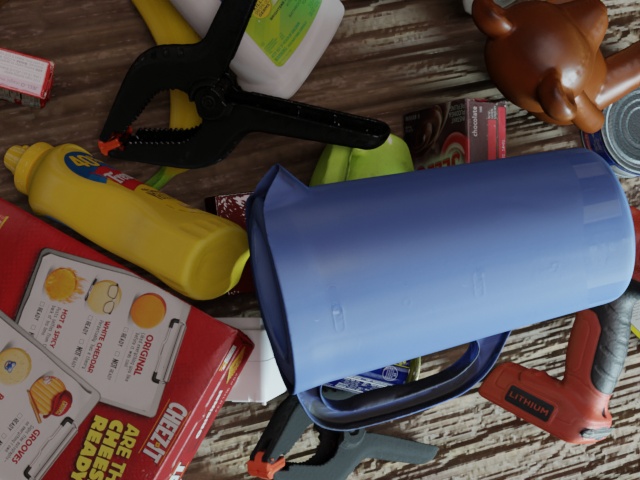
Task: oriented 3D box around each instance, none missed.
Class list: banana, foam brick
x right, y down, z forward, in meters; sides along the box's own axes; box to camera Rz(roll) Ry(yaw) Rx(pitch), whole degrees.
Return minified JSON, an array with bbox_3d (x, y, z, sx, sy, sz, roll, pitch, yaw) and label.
[{"bbox_3d":[-0.116,-0.137,0.808,0.069,0.037,0.198,-11,93,-15],"label":"banana"},{"bbox_3d":[-0.055,0.001,0.816,0.051,0.053,0.078,-7,93,-15],"label":"foam brick"}]

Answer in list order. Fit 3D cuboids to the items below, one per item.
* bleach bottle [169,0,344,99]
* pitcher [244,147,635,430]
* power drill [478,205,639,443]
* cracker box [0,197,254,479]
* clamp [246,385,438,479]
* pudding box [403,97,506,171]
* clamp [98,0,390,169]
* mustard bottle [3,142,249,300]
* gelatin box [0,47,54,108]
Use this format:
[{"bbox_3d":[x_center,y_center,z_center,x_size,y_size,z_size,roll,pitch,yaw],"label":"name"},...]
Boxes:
[{"bbox_3d":[-0.089,-0.209,0.743,0.250,0.068,0.102,41,77,-41],"label":"bleach bottle"},{"bbox_3d":[0.078,0.022,0.711,0.242,0.149,0.145,-11,62,-9],"label":"pitcher"},{"bbox_3d":[0.192,0.051,0.845,0.057,0.185,0.188,5,107,-47],"label":"power drill"},{"bbox_3d":[-0.177,0.088,0.733,0.214,0.072,0.164,28,83,15],"label":"cracker box"},{"bbox_3d":[0.016,0.132,0.823,0.171,0.039,0.120,-10,83,-39],"label":"clamp"},{"bbox_3d":[0.103,-0.059,0.825,0.039,0.114,0.090,0,90,-18],"label":"pudding box"},{"bbox_3d":[-0.074,-0.114,0.747,0.210,0.036,0.164,-13,115,22],"label":"clamp"},{"bbox_3d":[-0.148,-0.023,0.760,0.192,0.096,0.058,26,98,19],"label":"mustard bottle"},{"bbox_3d":[-0.235,-0.121,0.758,0.089,0.073,0.030,13,87,-14],"label":"gelatin box"}]
